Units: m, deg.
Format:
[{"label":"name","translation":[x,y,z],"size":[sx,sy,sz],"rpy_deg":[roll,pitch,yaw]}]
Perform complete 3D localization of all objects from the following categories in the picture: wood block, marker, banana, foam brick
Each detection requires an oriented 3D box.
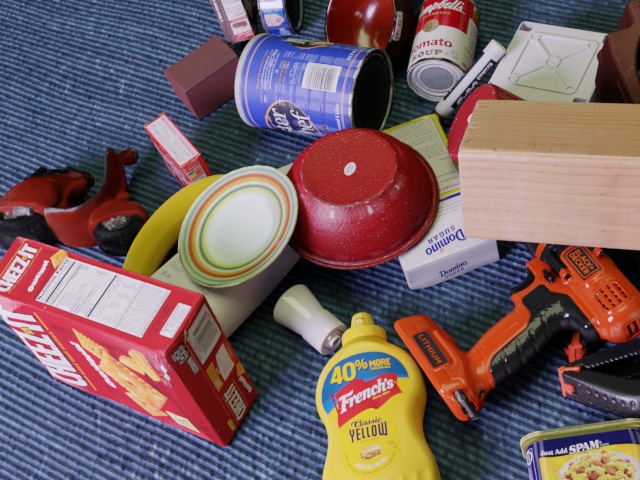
[{"label":"wood block","translation":[0.226,-0.055,0.882],"size":[0.206,0.090,0.090],"rpy_deg":[4,38,19]},{"label":"marker","translation":[0.146,-0.156,1.106],"size":[0.121,0.020,0.020],"rpy_deg":[-49,48,20]},{"label":"banana","translation":[-0.142,-0.011,1.103],"size":[0.197,0.037,0.069],"rpy_deg":[-38,84,-9]},{"label":"foam brick","translation":[-0.131,-0.188,1.238],"size":[0.078,0.051,0.053],"rpy_deg":[-36,52,-9]}]

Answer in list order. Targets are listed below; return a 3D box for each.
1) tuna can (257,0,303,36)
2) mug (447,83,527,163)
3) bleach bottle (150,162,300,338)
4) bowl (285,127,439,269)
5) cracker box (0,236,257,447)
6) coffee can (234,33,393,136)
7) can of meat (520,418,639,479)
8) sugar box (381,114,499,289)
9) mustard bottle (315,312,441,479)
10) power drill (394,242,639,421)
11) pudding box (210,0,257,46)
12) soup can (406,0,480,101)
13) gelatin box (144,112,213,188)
[{"label":"tuna can","translation":[-0.047,-0.284,1.260],"size":[0.034,0.086,0.086],"rpy_deg":[-2,54,15]},{"label":"mug","translation":[0.173,-0.088,1.015],"size":[0.081,0.093,0.117],"rpy_deg":[24,57,-17]},{"label":"bleach bottle","translation":[-0.057,0.001,1.065],"size":[0.250,0.068,0.103],"rpy_deg":[-43,54,-18]},{"label":"bowl","translation":[0.030,-0.054,1.014],"size":[0.162,0.055,0.162],"rpy_deg":[-6,55,8]},{"label":"cracker box","translation":[-0.181,0.093,0.970],"size":[0.214,0.164,0.072],"rpy_deg":[15,58,27]},{"label":"coffee can","translation":[-0.006,-0.163,1.144],"size":[0.140,0.102,0.102],"rpy_deg":[12,59,26]},{"label":"can of meat","translation":[0.214,0.193,0.832],"size":[0.102,0.057,0.084],"rpy_deg":[-10,53,11]},{"label":"sugar box","translation":[0.102,-0.040,1.053],"size":[0.093,0.048,0.176],"rpy_deg":[-20,54,2]},{"label":"mustard bottle","translation":[0.045,0.146,0.923],"size":[0.096,0.058,0.191],"rpy_deg":[-16,50,13]},{"label":"power drill","translation":[0.160,0.052,0.918],"size":[0.187,0.057,0.184],"rpy_deg":[-35,43,4]},{"label":"pudding box","translation":[-0.106,-0.291,1.260],"size":[0.039,0.090,0.113],"rpy_deg":[-17,28,9]},{"label":"soup can","translation":[0.133,-0.209,1.155],"size":[0.069,0.068,0.102],"rpy_deg":[1,55,19]},{"label":"gelatin box","translation":[-0.148,-0.086,1.152],"size":[0.030,0.073,0.089],"rpy_deg":[-37,52,-10]}]
